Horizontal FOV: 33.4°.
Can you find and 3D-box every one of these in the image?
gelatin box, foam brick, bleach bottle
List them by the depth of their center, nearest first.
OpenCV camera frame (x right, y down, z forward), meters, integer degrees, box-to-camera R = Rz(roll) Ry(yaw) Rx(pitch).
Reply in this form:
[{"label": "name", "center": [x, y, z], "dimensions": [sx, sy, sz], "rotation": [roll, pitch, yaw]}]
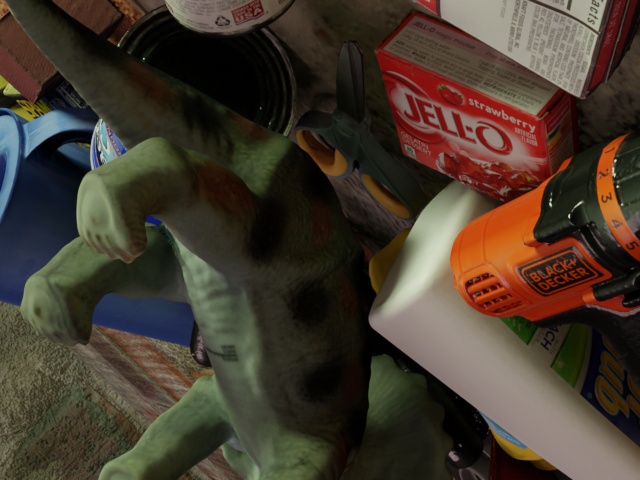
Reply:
[{"label": "gelatin box", "center": [0.070, -0.054, 0.475], "dimensions": [0.089, 0.030, 0.073], "rotation": [30, 158, 31]}, {"label": "bleach bottle", "center": [0.147, 0.076, 0.536], "dimensions": [0.250, 0.102, 0.068], "rotation": [38, 143, -8]}, {"label": "foam brick", "center": [-0.180, -0.138, 0.713], "dimensions": [0.051, 0.078, 0.053], "rotation": [47, 161, -12]}]

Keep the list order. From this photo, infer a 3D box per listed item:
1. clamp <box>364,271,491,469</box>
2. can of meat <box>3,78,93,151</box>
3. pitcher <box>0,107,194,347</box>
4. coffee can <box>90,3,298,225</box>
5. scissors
[{"label": "clamp", "center": [0.045, 0.064, 0.713], "dimensions": [0.210, 0.036, 0.164], "rotation": [51, -176, 4]}, {"label": "can of meat", "center": [-0.191, -0.106, 0.840], "dimensions": [0.084, 0.057, 0.102], "rotation": [48, 161, -27]}, {"label": "pitcher", "center": [-0.153, -0.001, 0.803], "dimensions": [0.242, 0.145, 0.149], "rotation": [23, 172, -38]}, {"label": "coffee can", "center": [-0.080, -0.067, 0.631], "dimensions": [0.103, 0.102, 0.140], "rotation": [43, 161, -4]}, {"label": "scissors", "center": [0.030, -0.049, 0.551], "dimensions": [0.096, 0.016, 0.202], "rotation": [38, 171, -6]}]
